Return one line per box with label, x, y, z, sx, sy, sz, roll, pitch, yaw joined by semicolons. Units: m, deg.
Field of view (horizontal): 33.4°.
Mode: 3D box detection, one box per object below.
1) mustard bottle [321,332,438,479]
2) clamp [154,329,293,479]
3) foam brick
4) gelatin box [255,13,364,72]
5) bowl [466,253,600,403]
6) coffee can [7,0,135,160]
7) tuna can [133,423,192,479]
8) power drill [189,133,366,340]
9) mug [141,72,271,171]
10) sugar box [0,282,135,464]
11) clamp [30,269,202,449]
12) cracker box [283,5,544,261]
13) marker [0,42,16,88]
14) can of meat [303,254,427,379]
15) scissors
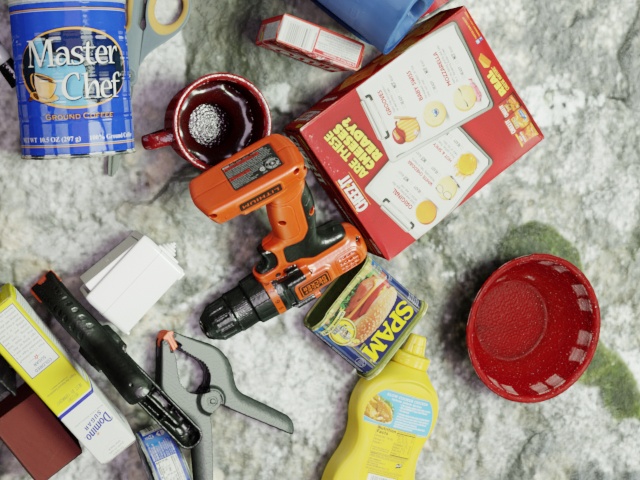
mustard bottle;0.072;0.189;1.114;0.096;0.058;0.191;19;90;-21
clamp;-0.116;0.168;1.057;0.171;0.039;0.120;49;64;-12
foam brick;-0.269;0.180;1.003;0.051;0.053;0.078;-37;105;-11
gelatin box;-0.010;-0.190;1.037;0.089;0.073;0.030;17;91;-20
bowl;0.219;0.091;1.154;0.162;0.055;0.162;-2;97;-18
coffee can;-0.221;-0.146;0.954;0.102;0.103;0.140;-5;99;-18
tuna can;-0.150;0.219;1.030;0.033;0.086;0.086;-21;102;-17
power drill;-0.057;0.001;1.011;0.184;0.057;0.187;-32;140;-7
mug;-0.112;-0.107;1.007;0.117;0.082;0.093;-20;102;-16
sugar box;-0.246;0.122;0.983;0.048;0.093;0.176;-38;106;-10
clamp;-0.192;0.106;0.976;0.036;0.210;0.164;-43;148;-11
cracker box;0.096;-0.109;1.083;0.213;0.072;0.164;-38;106;-10
marker;-0.307;-0.188;0.967;0.020;0.020;0.121;-40;107;-11
can of meat;0.045;0.076;1.095;0.084;0.057;0.102;41;82;-15
scissors;-0.165;-0.166;1.018;0.096;0.016;0.202;-7;98;-17
